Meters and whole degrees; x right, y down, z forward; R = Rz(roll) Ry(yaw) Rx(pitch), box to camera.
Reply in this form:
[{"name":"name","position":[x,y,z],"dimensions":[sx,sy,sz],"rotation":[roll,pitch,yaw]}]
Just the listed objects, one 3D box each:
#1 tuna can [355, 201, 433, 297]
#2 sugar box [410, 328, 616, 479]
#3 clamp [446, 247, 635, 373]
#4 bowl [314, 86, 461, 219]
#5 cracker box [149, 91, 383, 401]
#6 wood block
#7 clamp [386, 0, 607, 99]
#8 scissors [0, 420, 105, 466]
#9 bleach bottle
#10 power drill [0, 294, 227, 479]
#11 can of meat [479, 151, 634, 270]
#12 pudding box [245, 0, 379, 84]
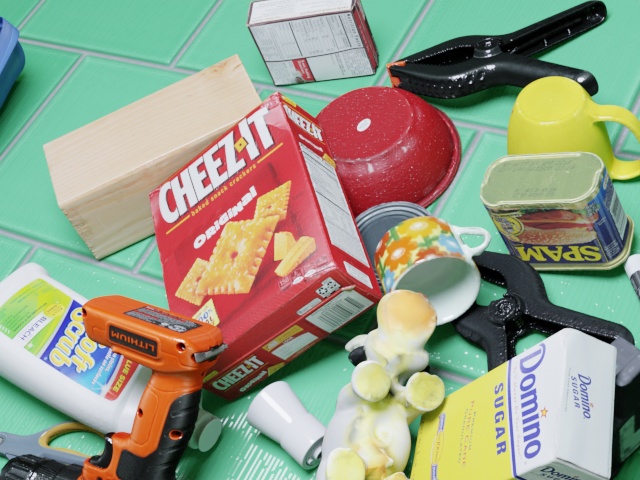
[{"name":"tuna can","position":[0.062,0.010,0.907],"dimensions":[0.086,0.033,0.086],"rotation":[-10,50,13]},{"name":"sugar box","position":[0.121,0.132,0.708],"dimensions":[0.048,0.176,0.093],"rotation":[23,55,-14]},{"name":"clamp","position":[0.159,0.059,0.827],"dimensions":[0.120,0.039,0.171],"rotation":[-25,49,2]},{"name":"bowl","position":[0.045,-0.090,0.979],"dimensions":[0.162,0.055,0.162],"rotation":[-10,51,13]},{"name":"cracker box","position":[-0.056,0.001,0.901],"dimensions":[0.164,0.072,0.214],"rotation":[-36,47,20]},{"name":"wood block","position":[-0.146,-0.079,1.019],"dimensions":[0.206,0.090,0.091],"rotation":[-25,49,-1]},{"name":"clamp","position":[0.163,-0.162,0.988],"dimensions":[0.210,0.036,0.164],"rotation":[-9,32,16]},{"name":"scissors","position":[-0.268,0.189,0.900],"dimensions":[0.202,0.016,0.096],"rotation":[-4,51,18]},{"name":"bleach bottle","position":[-0.184,0.106,0.904],"dimensions":[0.251,0.068,0.102],"rotation":[22,49,28]},{"name":"power drill","position":[-0.153,0.140,0.804],"dimensions":[0.185,0.057,0.188],"rotation":[15,102,18]},{"name":"can of meat","position":[0.186,-0.023,0.842],"dimensions":[0.102,0.084,0.057],"rotation":[-1,52,33]},{"name":"pudding box","position":[-0.007,-0.202,1.063],"dimensions":[0.114,0.090,0.039],"rotation":[-5,52,17]}]
